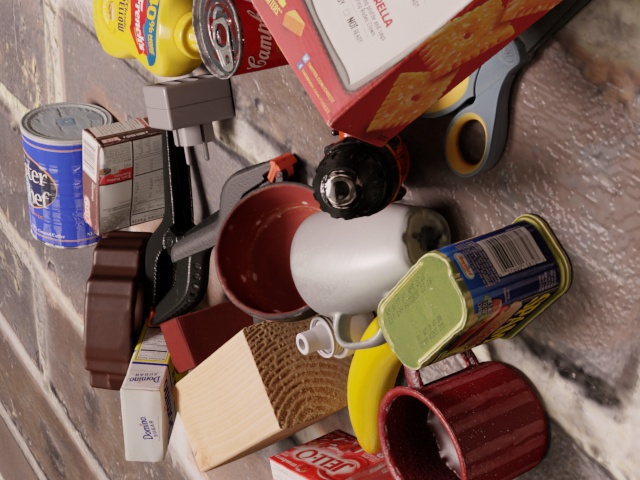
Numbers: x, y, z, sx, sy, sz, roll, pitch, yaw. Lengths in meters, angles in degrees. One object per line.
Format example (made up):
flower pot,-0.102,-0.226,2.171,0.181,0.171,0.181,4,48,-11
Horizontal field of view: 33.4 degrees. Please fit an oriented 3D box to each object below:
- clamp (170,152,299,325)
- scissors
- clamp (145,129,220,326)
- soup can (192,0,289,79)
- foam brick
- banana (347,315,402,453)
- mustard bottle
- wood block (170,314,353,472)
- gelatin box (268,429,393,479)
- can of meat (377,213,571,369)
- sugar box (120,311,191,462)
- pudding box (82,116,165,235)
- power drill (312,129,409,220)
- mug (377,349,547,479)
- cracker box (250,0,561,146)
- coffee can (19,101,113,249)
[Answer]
clamp,-0.056,0.001,0.935,0.120,0.039,0.172,41,130,3
scissors,0.118,-0.094,0.645,0.202,0.016,0.096,-10,97,59
clamp,-0.137,-0.010,1.051,0.165,0.036,0.210,52,130,36
soup can,-0.032,-0.159,0.773,0.069,0.102,0.068,33,131,48
foam brick,-0.108,0.092,1.046,0.051,0.078,0.053,-25,83,58
banana,0.054,0.099,0.823,0.070,0.037,0.198,60,147,22
mustard bottle,-0.145,-0.201,0.980,0.192,0.058,0.096,30,118,49
wood block,-0.053,0.137,0.966,0.206,0.090,0.091,-42,69,58
gelatin box,0.010,0.195,0.907,0.089,0.073,0.030,11,114,57
can of meat,0.095,0.035,0.679,0.057,0.083,0.102,62,148,19
sugar box,-0.166,0.137,1.104,0.176,0.048,0.093,-88,0,-59
pudding box,-0.197,-0.068,1.099,0.039,0.089,0.113,44,138,38
power drill,0.018,-0.109,0.680,0.184,0.057,0.188,-47,-49,-78
mug,0.094,0.120,0.724,0.093,0.081,0.117,-30,79,59
cracker box,0.058,-0.179,0.551,0.214,0.072,0.164,-39,67,20
coffee can,-0.288,-0.076,1.232,0.103,0.102,0.140,39,136,44
